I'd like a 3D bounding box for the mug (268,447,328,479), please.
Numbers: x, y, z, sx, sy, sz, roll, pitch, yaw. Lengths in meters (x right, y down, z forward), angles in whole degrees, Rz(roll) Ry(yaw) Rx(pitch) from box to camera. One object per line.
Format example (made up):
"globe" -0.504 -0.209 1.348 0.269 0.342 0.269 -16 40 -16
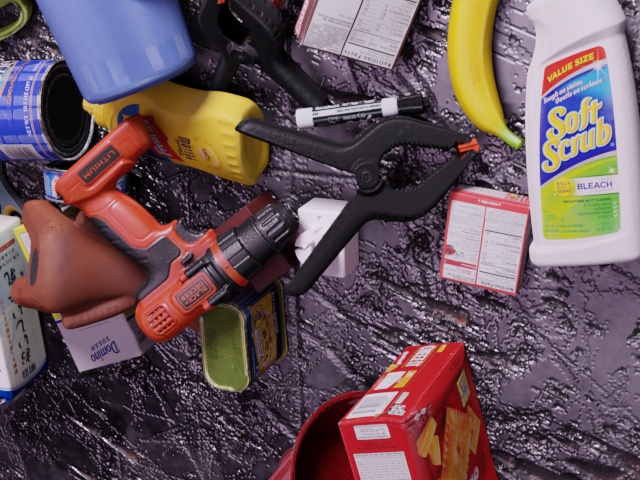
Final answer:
"mug" -0.016 0.264 1.111 0.093 0.081 0.117 28 119 13

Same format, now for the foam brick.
"foam brick" -0.057 0.001 1.049 0.051 0.052 0.078 -36 91 31

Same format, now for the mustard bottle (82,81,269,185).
"mustard bottle" -0.147 -0.115 1.036 0.192 0.058 0.096 16 150 20

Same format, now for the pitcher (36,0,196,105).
"pitcher" -0.193 -0.247 0.915 0.145 0.149 0.243 -18 104 11

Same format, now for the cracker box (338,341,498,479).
"cracker box" 0.106 0.224 0.991 0.072 0.164 0.214 -9 104 30

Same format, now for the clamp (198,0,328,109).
"clamp" -0.071 -0.173 0.959 0.120 0.039 0.171 1 144 25

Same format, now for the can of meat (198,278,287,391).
"can of meat" -0.078 0.091 1.075 0.058 0.083 0.102 5 111 23

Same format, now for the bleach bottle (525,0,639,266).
"bleach bottle" 0.208 -0.107 0.878 0.103 0.068 0.251 -4 105 27

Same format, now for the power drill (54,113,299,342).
"power drill" -0.137 -0.023 0.989 0.184 0.057 0.187 -39 95 7

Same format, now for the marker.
"marker" 0.038 -0.117 0.963 0.121 0.020 0.020 -6 107 12

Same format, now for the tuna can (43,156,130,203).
"tuna can" -0.239 -0.063 1.092 0.086 0.086 0.034 5 106 24

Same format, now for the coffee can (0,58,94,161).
"coffee can" -0.317 -0.132 1.086 0.140 0.102 0.103 1 109 19

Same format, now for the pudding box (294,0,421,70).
"pudding box" 0.038 -0.210 0.910 0.090 0.039 0.114 12 121 -18

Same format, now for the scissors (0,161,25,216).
"scissors" -0.348 -0.073 1.181 0.096 0.016 0.202 24 117 14

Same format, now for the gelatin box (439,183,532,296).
"gelatin box" 0.150 -0.001 0.963 0.073 0.030 0.089 13 114 19

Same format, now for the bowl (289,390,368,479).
"bowl" 0.029 0.231 1.057 0.055 0.161 0.162 -17 103 60

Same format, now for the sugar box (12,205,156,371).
"sugar box" -0.255 0.050 1.167 0.093 0.048 0.176 -16 104 27

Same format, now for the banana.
"banana" 0.140 -0.176 0.898 0.070 0.037 0.198 4 109 24

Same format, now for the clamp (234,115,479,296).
"clamp" 0.039 -0.044 0.947 0.210 0.036 0.164 -10 91 3
